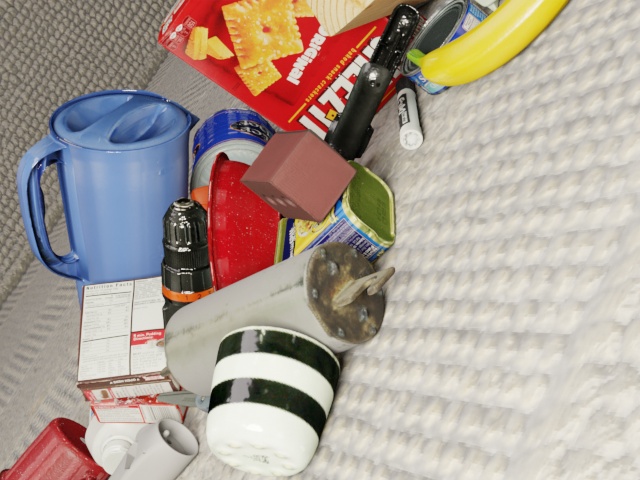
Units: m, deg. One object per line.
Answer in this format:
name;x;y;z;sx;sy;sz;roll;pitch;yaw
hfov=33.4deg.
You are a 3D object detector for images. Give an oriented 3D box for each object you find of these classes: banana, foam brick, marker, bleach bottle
banana;0.141;-0.173;0.813;0.198;0.037;0.069;-35;62;34
foam brick;-0.018;-0.050;0.826;0.051;0.053;0.078;-54;19;-10
marker;0.077;-0.114;0.932;0.020;0.020;0.121;-47;19;25
bleach bottle;-0.196;0.148;1.105;0.103;0.068;0.251;-49;21;16

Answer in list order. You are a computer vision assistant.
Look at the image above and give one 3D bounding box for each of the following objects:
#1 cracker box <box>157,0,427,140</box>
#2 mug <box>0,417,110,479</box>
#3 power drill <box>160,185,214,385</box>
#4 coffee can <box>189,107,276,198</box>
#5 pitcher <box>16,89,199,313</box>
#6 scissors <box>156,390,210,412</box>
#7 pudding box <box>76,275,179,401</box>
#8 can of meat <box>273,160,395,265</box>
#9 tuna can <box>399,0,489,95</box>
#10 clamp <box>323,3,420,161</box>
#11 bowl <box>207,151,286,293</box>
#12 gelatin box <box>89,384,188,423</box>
cracker box;-0.024;-0.198;1.025;0.164;0.213;0.072;-44;22;33
mug;-0.257;0.239;1.069;0.081;0.093;0.117;-50;39;3
power drill;-0.108;0.018;0.984;0.187;0.057;0.184;-79;-9;-63
coffee can;-0.090;-0.079;1.168;0.103;0.102;0.140;-51;18;14
pitcher;-0.202;-0.016;1.062;0.145;0.149;0.243;-78;-8;-58
scissors;-0.093;0.147;0.874;0.202;0.016;0.096;-26;38;45
pudding box;-0.179;0.090;0.999;0.039;0.090;0.113;78;-174;-52
can of meat;0.012;-0.006;0.846;0.084;0.057;0.102;-44;21;25
tuna can;0.109;-0.169;0.923;0.086;0.033;0.086;-48;19;22
clamp;0.024;-0.090;0.903;0.210;0.036;0.164;-64;-1;25
bowl;-0.056;0.001;0.934;0.162;0.055;0.162;-3;-90;-85
gelatin box;-0.165;0.137;1.014;0.089;0.030;0.073;-2;39;14
